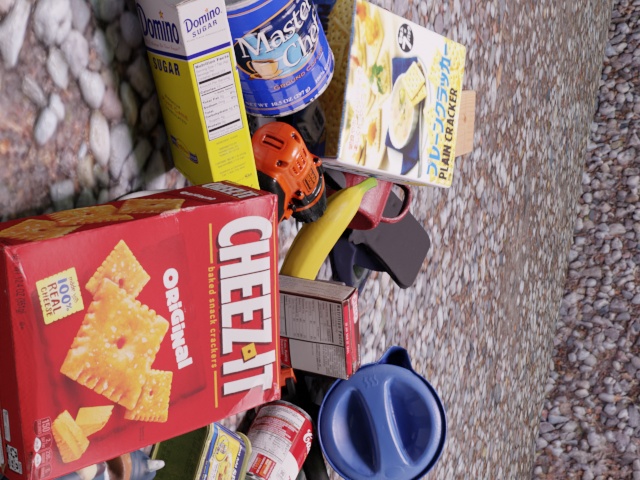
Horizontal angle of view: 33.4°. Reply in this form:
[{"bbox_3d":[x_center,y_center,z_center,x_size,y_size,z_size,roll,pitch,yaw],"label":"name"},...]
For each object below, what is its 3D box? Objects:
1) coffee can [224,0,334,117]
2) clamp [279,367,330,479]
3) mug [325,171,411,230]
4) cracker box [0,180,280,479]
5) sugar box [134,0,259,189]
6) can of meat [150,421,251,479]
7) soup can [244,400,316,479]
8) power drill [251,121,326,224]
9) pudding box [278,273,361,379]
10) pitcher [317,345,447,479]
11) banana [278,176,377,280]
[{"bbox_3d":[-0.054,-0.188,0.912,0.140,0.103,0.102,64,38,-54],"label":"coffee can"},{"bbox_3d":[-0.019,0.205,1.175,0.171,0.039,0.120,62,12,-51],"label":"clamp"},{"bbox_3d":[0.048,-0.059,1.206,0.093,0.117,0.081,-25,-137,66],"label":"mug"},{"bbox_3d":[-0.127,0.057,0.736,0.213,0.072,0.164,-13,111,-39],"label":"cracker box"},{"bbox_3d":[-0.098,-0.121,0.836,0.048,0.093,0.176,-26,127,-20],"label":"sugar box"},{"bbox_3d":[-0.111,0.208,0.950,0.084,0.058,0.102,51,48,-58],"label":"can of meat"},{"bbox_3d":[-0.053,0.222,1.084,0.102,0.069,0.068,-59,148,-47],"label":"soup can"},{"bbox_3d":[-0.056,0.001,0.964,0.187,0.057,0.184,-64,163,-11],"label":"power drill"},{"bbox_3d":[-0.016,0.085,1.075,0.039,0.114,0.090,-41,133,-55],"label":"pudding box"},{"bbox_3d":[0.063,0.209,1.206,0.145,0.149,0.243,56,-1,5],"label":"pitcher"},{"bbox_3d":[-0.006,0.018,1.101,0.069,0.037,0.198,5,126,-44],"label":"banana"}]
